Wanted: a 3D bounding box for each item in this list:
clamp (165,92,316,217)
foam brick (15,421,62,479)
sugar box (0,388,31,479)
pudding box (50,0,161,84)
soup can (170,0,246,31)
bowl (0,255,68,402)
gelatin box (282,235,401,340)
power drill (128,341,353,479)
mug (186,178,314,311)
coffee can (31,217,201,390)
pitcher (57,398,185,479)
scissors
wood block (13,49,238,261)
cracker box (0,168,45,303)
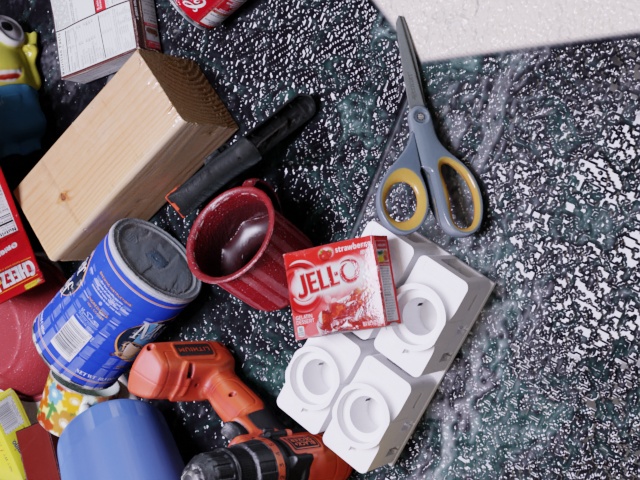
[{"bbox_3d":[-0.076,-0.075,0.971,0.172,0.120,0.039,-27,98,47],"label":"clamp"},{"bbox_3d":[-0.272,0.224,1.105,0.051,0.052,0.078,-23,78,30],"label":"foam brick"},{"bbox_3d":[-0.386,0.221,1.164,0.177,0.048,0.093,-15,101,32],"label":"sugar box"},{"bbox_3d":[-0.218,-0.217,1.080,0.114,0.039,0.090,-13,84,33],"label":"pudding box"},{"bbox_3d":[-0.086,-0.250,0.979,0.102,0.068,0.068,-35,72,26],"label":"soup can"},{"bbox_3d":[-0.332,0.096,1.142,0.162,0.055,0.162,0,91,33],"label":"bowl"},{"bbox_3d":[0.016,0.039,0.864,0.089,0.030,0.073,-12,84,31],"label":"gelatin box"},{"bbox_3d":[-0.085,0.158,0.923,0.188,0.184,0.057,37,109,37],"label":"power drill"},{"bbox_3d":[-0.056,0.001,0.945,0.093,0.081,0.117,-15,56,29],"label":"mug"},{"bbox_3d":[-0.196,0.062,1.028,0.140,0.102,0.103,-46,68,24],"label":"coffee can"},{"bbox_3d":[-0.168,0.270,0.960,0.149,0.145,0.243,-22,45,-7],"label":"pitcher"},{"bbox_3d":[0.068,-0.088,0.885,0.096,0.016,0.202,-21,77,-14],"label":"scissors"},{"bbox_3d":[-0.191,-0.078,1.032,0.206,0.090,0.091,-42,70,25],"label":"wood block"},{"bbox_3d":[-0.368,-0.055,1.078,0.164,0.072,0.213,20,131,53],"label":"cracker box"}]
